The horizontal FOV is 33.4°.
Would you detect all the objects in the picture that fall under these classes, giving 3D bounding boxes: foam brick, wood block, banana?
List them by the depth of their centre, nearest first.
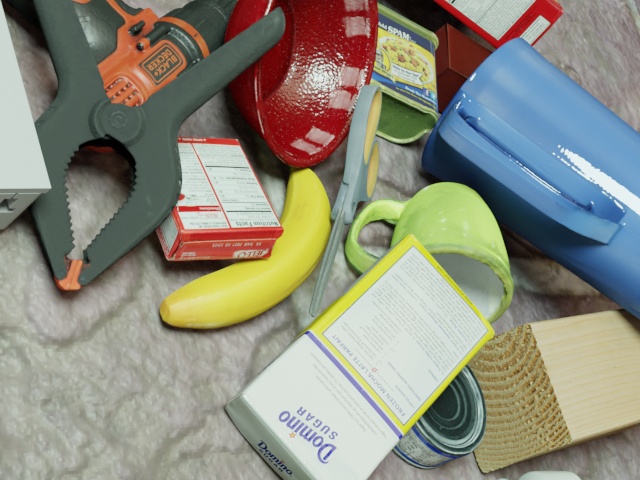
[{"bbox_3d":[-0.037,0.007,0.724,0.069,0.037,0.197,27,42,5],"label":"banana"},{"bbox_3d":[0.206,0.112,0.844,0.205,0.090,0.091,-3,68,-45],"label":"wood block"},{"bbox_3d":[0.124,-0.145,0.952,0.078,0.051,0.053,25,52,-30],"label":"foam brick"}]

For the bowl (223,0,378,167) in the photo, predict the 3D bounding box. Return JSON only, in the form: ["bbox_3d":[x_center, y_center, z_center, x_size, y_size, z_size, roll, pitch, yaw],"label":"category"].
[{"bbox_3d":[-0.020,-0.136,0.758,0.161,0.055,0.162,-35,133,-49],"label":"bowl"}]

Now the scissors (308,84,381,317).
[{"bbox_3d":[0.021,-0.019,0.768,0.016,0.096,0.201,8,64,12],"label":"scissors"}]

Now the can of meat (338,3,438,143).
[{"bbox_3d":[0.050,-0.137,0.875,0.101,0.058,0.084,20,56,-33],"label":"can of meat"}]

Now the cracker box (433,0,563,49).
[{"bbox_3d":[0.102,-0.270,0.961,0.213,0.072,0.164,30,26,-26],"label":"cracker box"}]

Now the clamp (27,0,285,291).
[{"bbox_3d":[-0.129,-0.076,0.626,0.164,0.036,0.210,23,80,-12],"label":"clamp"}]

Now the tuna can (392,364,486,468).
[{"bbox_3d":[0.079,0.117,0.763,0.086,0.034,0.086,23,52,-32],"label":"tuna can"}]

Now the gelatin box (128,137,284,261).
[{"bbox_3d":[-0.074,-0.027,0.687,0.073,0.030,0.089,-2,49,-34],"label":"gelatin box"}]

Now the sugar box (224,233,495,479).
[{"bbox_3d":[0.029,0.084,0.696,0.093,0.048,0.176,49,59,1],"label":"sugar box"}]

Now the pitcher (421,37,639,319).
[{"bbox_3d":[0.204,-0.039,0.839,0.243,0.145,0.149,40,68,17],"label":"pitcher"}]

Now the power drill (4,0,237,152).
[{"bbox_3d":[-0.149,-0.169,0.707,0.187,0.057,0.184,47,43,-10],"label":"power drill"}]
